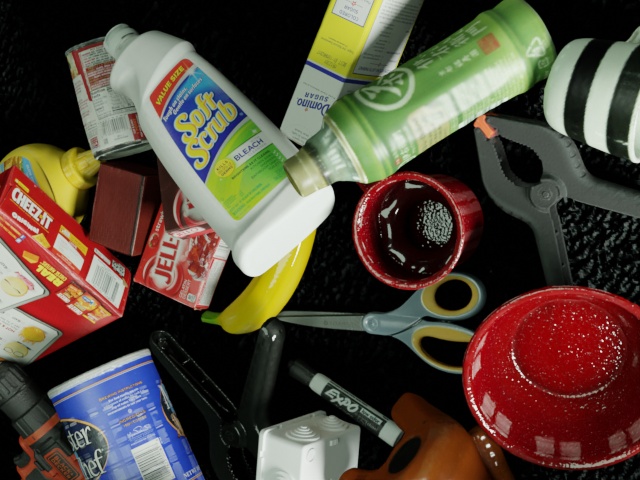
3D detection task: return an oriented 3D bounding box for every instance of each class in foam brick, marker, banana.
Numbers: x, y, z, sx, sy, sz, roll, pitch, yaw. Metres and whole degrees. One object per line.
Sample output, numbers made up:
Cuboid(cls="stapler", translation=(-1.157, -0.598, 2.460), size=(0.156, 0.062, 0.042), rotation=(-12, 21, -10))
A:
Cuboid(cls="foam brick", translation=(-0.178, -0.031, 1.005), size=(0.051, 0.052, 0.078), rotation=(16, 102, 23))
Cuboid(cls="marker", translation=(0.020, 0.142, 0.951), size=(0.121, 0.020, 0.020), rotation=(32, 108, 18))
Cuboid(cls="banana", translation=(-0.044, 0.015, 0.956), size=(0.070, 0.037, 0.198), rotation=(37, 110, 17))

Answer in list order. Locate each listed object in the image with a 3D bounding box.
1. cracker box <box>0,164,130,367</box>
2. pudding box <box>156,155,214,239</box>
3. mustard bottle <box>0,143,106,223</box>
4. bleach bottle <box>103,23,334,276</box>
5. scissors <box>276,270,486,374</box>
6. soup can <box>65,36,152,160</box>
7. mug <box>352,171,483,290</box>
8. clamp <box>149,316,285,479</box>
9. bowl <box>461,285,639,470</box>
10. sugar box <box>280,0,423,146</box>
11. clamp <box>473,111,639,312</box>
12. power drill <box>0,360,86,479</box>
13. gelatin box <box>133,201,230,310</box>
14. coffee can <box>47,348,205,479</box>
Cuboid(cls="cracker box", translation=(-0.316, 0.042, 1.026), size=(0.214, 0.072, 0.164), rotation=(-26, 125, 26))
Cuboid(cls="pudding box", translation=(-0.098, -0.065, 0.952), size=(0.090, 0.039, 0.113), rotation=(-14, 72, 19))
Cuboid(cls="mustard bottle", translation=(-0.286, -0.041, 1.051), size=(0.192, 0.058, 0.096), rotation=(-27, 86, 26))
Cuboid(cls="bleach bottle", translation=(-0.104, -0.091, 0.898), size=(0.102, 0.068, 0.251), rotation=(-41, 69, -10))
Cuboid(cls="scissors", translation=(0.059, 0.055, 0.925), size=(0.202, 0.016, 0.096), rotation=(19, 102, 22))
Cuboid(cls="soup can", translation=(-0.190, -0.132, 0.990), size=(0.069, 0.068, 0.102), rotation=(-15, 90, 26))
Cuboid(cls="mug", translation=(0.075, -0.020, 0.871), size=(0.117, 0.081, 0.093), rotation=(43, 111, 15))
Cuboid(cls="clamp", translation=(-0.081, 0.168, 0.983), size=(0.165, 0.036, 0.210), rotation=(-1, 106, 40))
Cuboid(cls="bowl", translation=(0.193, 0.097, 0.829), size=(0.162, 0.055, 0.162), rotation=(5, 114, 11))
Cuboid(cls="sugar box", translation=(0.032, -0.159, 0.868), size=(0.048, 0.093, 0.176), rotation=(32, 108, 21))
Cuboid(cls="clamp", translation=(0.180, -0.028, 0.846), size=(0.171, 0.039, 0.120), rotation=(41, 108, 15))
Cuboid(cls="power drill", translation=(-0.308, 0.227, 1.074), size=(0.188, 0.057, 0.184), rotation=(-37, 97, 27))
Cuboid(cls="gelatin box", translation=(-0.124, 0.011, 0.987), size=(0.073, 0.030, 0.089), rotation=(22, 92, 24))
Cuboid(cls="coffee can", translation=(-0.181, 0.186, 1.004), size=(0.103, 0.102, 0.140), rotation=(-27, 85, 25))
